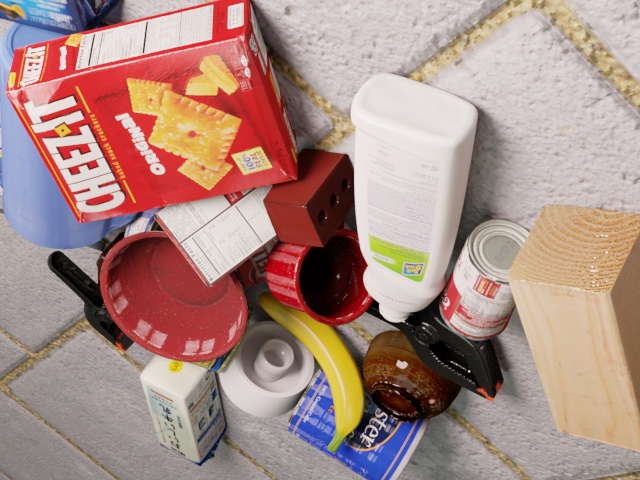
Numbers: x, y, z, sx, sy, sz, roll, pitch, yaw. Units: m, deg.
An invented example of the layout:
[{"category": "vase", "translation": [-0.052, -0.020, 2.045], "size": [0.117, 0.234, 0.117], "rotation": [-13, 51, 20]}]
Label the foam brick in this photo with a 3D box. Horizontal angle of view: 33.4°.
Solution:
[{"category": "foam brick", "translation": [-0.007, -0.040, 0.989], "size": [0.051, 0.078, 0.053], "rotation": [11, 141, 34]}]

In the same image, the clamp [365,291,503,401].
[{"category": "clamp", "translation": [0.104, 0.085, 1.091], "size": [0.210, 0.036, 0.165], "rotation": [49, 146, -15]}]

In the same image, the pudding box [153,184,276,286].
[{"category": "pudding box", "translation": [-0.090, -0.023, 1.026], "size": [0.090, 0.113, 0.039], "rotation": [54, 174, -6]}]

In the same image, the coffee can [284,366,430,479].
[{"category": "coffee can", "translation": [0.044, 0.214, 1.250], "size": [0.140, 0.102, 0.103], "rotation": [31, 147, 6]}]

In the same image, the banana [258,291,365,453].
[{"category": "banana", "translation": [0.000, 0.134, 1.196], "size": [0.198, 0.069, 0.037], "rotation": [64, 165, 13]}]

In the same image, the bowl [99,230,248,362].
[{"category": "bowl", "translation": [-0.144, 0.047, 1.109], "size": [0.162, 0.055, 0.162], "rotation": [8, 123, 13]}]

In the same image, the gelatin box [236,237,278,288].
[{"category": "gelatin box", "translation": [-0.057, 0.001, 1.091], "size": [0.089, 0.073, 0.030], "rotation": [75, 171, -46]}]

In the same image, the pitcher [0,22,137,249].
[{"category": "pitcher", "translation": [-0.272, -0.114, 1.080], "size": [0.145, 0.149, 0.243], "rotation": [60, 155, 29]}]

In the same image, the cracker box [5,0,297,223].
[{"category": "cracker box", "translation": [-0.142, -0.109, 0.939], "size": [0.214, 0.072, 0.164], "rotation": [-12, 134, 8]}]

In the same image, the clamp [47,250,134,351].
[{"category": "clamp", "translation": [-0.266, 0.074, 1.293], "size": [0.120, 0.039, 0.171], "rotation": [24, 145, 15]}]

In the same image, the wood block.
[{"category": "wood block", "translation": [0.238, 0.077, 0.914], "size": [0.090, 0.090, 0.206], "rotation": [9, 140, 35]}]

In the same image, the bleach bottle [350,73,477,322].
[{"category": "bleach bottle", "translation": [0.070, -0.021, 0.934], "size": [0.103, 0.068, 0.251], "rotation": [22, 140, 16]}]

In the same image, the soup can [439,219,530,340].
[{"category": "soup can", "translation": [0.151, 0.036, 0.958], "size": [0.068, 0.068, 0.102], "rotation": [28, 146, 9]}]

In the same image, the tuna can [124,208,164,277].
[{"category": "tuna can", "translation": [-0.176, 0.003, 1.185], "size": [0.034, 0.086, 0.086], "rotation": [6, 138, 34]}]

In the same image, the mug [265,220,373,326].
[{"category": "mug", "translation": [-0.001, 0.020, 1.044], "size": [0.093, 0.117, 0.082], "rotation": [5, -178, -28]}]
